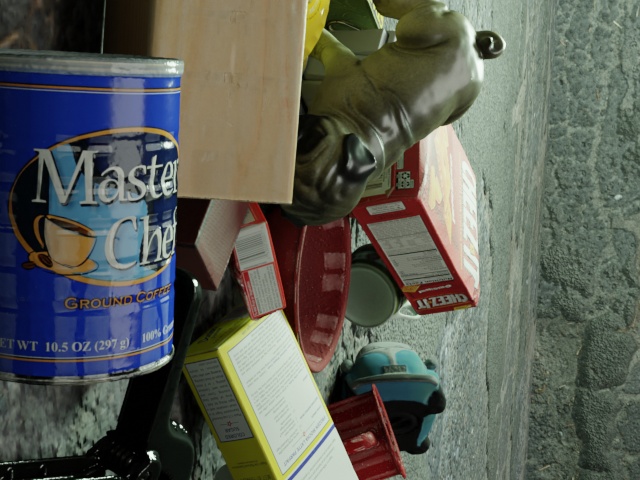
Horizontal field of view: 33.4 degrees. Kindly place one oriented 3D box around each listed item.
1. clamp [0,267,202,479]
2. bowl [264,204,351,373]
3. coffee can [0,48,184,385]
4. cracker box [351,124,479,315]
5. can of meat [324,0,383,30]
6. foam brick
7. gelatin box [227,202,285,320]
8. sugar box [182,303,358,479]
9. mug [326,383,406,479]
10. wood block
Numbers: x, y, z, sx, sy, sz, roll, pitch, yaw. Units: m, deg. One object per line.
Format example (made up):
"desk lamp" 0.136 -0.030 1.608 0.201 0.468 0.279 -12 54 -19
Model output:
"clamp" -0.109 0.120 0.618 0.164 0.036 0.210 -49 152 -23
"bowl" -0.020 0.026 0.879 0.162 0.055 0.162 5 90 -74
"coffee can" -0.117 -0.016 0.493 0.102 0.103 0.140 -26 121 -69
"cracker box" 0.095 -0.050 1.018 0.213 0.072 0.164 54 34 -52
"can of meat" 0.027 -0.230 0.943 0.102 0.057 0.084 52 44 -66
"foam brick" -0.084 -0.017 0.679 0.051 0.053 0.078 71 32 -53
"gelatin box" -0.055 0.001 0.755 0.073 0.030 0.089 -119 -166 -45
"sugar box" -0.034 0.140 0.788 0.093 0.048 0.176 -39 112 -55
"mug" 0.026 0.191 0.995 0.117 0.081 0.093 43 28 -83
"wood block" -0.065 -0.128 0.587 0.090 0.091 0.206 2 96 -27
